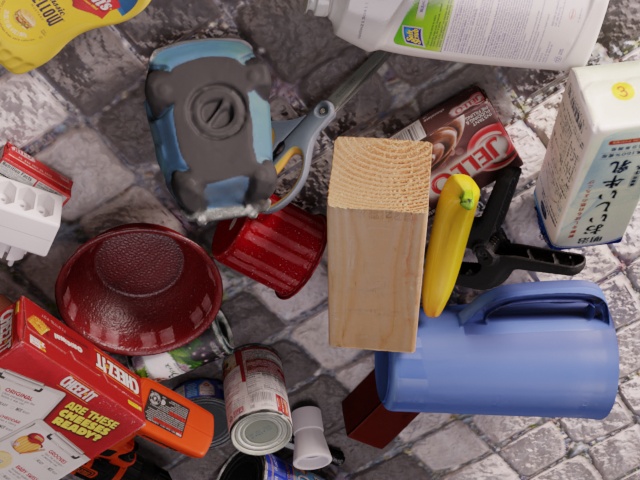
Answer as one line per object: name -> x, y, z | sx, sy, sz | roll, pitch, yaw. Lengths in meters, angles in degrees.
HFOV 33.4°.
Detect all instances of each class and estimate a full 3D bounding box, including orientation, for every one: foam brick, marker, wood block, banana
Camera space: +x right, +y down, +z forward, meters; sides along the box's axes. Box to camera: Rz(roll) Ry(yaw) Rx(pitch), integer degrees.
foam brick -> 0.069, 0.189, 1.213 | 0.053, 0.051, 0.078 | 27, 118, -28
marker -> -0.022, 0.241, 1.257 | 0.121, 0.020, 0.020 | 25, 119, -26
wood block -> 0.054, 0.008, 1.013 | 0.090, 0.090, 0.206 | 4, 139, 4
banana -> 0.122, -0.004, 1.019 | 0.037, 0.069, 0.198 | 18, 145, 10

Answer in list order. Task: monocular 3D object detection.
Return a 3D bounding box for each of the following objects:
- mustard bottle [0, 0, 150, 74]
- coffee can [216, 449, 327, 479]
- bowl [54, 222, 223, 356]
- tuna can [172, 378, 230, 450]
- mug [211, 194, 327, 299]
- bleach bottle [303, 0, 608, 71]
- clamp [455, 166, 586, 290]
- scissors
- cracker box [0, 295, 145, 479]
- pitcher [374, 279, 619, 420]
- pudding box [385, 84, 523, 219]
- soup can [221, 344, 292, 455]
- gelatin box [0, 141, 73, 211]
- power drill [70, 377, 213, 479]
mustard bottle -> -0.189, -0.213, 0.853 | 0.192, 0.058, 0.096 | -25, 128, 9
coffee can -> -0.043, 0.313, 1.256 | 0.140, 0.103, 0.103 | 32, 116, -29
bowl -> -0.178, 0.037, 1.050 | 0.162, 0.055, 0.162 | -5, 128, -6
tuna can -> -0.132, 0.195, 1.192 | 0.086, 0.034, 0.086 | -5, 128, -6
mug -> -0.057, 0.001, 1.032 | 0.081, 0.093, 0.117 | 28, 155, -22
bleach bottle -> 0.112, -0.204, 0.912 | 0.250, 0.068, 0.103 | 4, 125, -10
clamp -> 0.167, -0.005, 1.051 | 0.172, 0.039, 0.120 | -19, 100, 47
scissors -> -0.015, -0.118, 0.974 | 0.202, 0.096, 0.016 | -58, 154, -1
cracker box -> -0.300, 0.166, 1.005 | 0.214, 0.072, 0.164 | -34, 131, 14
pitcher -> 0.185, 0.118, 1.134 | 0.242, 0.145, 0.149 | 0, 86, -6
pudding box -> 0.125, -0.083, 1.020 | 0.113, 0.039, 0.090 | -29, 128, 13
soup can -> -0.068, 0.169, 1.141 | 0.068, 0.102, 0.068 | -5, 128, -7
gelatin box -> -0.284, -0.038, 0.989 | 0.073, 0.030, 0.089 | 33, 115, -28
power drill -> -0.198, 0.221, 1.149 | 0.184, 0.057, 0.188 | 33, 137, -28
